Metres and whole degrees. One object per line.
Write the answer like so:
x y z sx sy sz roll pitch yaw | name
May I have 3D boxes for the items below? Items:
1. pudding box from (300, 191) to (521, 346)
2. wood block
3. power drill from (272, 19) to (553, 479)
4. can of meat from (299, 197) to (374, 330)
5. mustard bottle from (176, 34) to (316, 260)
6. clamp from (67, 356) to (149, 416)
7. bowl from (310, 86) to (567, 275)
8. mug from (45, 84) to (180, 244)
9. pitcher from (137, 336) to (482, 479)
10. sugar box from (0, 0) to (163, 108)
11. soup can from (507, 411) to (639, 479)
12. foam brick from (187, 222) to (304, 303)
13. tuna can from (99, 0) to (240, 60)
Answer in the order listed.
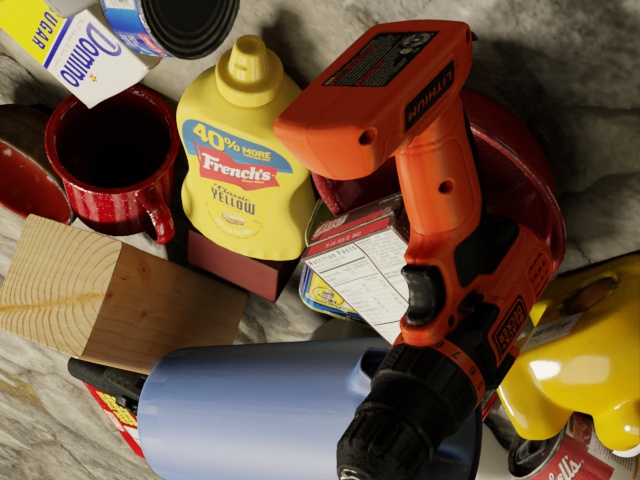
0.057 0.025 0.645 0.113 0.039 0.090 46 145 -19 | pudding box
-0.153 0.055 0.860 0.091 0.090 0.205 16 174 25 | wood block
0.042 0.006 0.506 0.057 0.184 0.187 7 132 36 | power drill
0.037 0.020 0.742 0.102 0.057 0.084 19 151 3 | can of meat
-0.047 -0.063 0.702 0.096 0.058 0.192 23 149 11 | mustard bottle
-0.163 0.147 0.987 0.120 0.039 0.172 34 164 -24 | clamp
0.075 -0.040 0.628 0.162 0.055 0.162 23 149 14 | bowl
-0.140 -0.046 0.772 0.117 0.093 0.081 50 160 18 | mug
-0.009 0.141 0.786 0.243 0.144 0.149 -3 93 35 | pitcher
-0.183 -0.167 0.683 0.176 0.048 0.094 46 147 -21 | sugar box
0.204 0.175 0.813 0.102 0.068 0.069 32 150 -11 | soup can
-0.055 0.001 0.810 0.078 0.053 0.051 24 149 10 | foam brick
-0.082 -0.143 0.587 0.034 0.086 0.086 12 145 33 | tuna can
